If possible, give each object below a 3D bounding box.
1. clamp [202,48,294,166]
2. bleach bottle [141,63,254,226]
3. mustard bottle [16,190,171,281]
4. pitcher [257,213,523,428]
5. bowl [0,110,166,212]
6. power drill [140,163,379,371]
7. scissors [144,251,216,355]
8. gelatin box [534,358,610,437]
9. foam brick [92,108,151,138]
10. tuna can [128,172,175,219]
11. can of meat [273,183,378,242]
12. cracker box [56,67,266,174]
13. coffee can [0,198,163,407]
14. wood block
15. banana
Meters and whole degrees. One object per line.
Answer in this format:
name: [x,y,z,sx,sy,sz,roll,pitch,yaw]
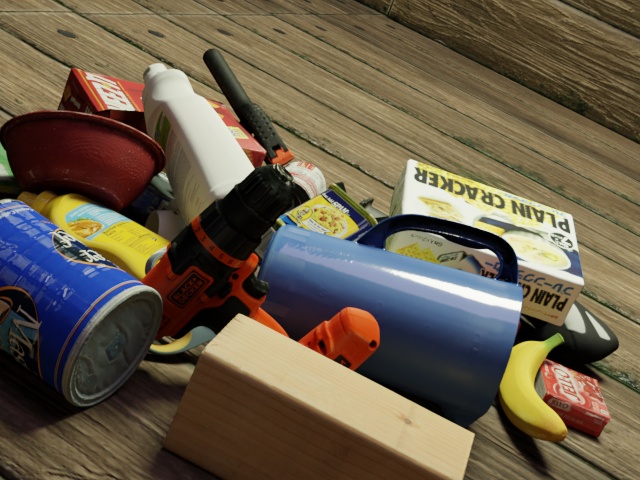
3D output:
clamp: [-0.091,-0.158,1.389,0.164,0.036,0.210,63,-8,-32]
bleach bottle: [-0.127,-0.097,1.071,0.068,0.103,0.251,-6,48,-28]
mustard bottle: [-0.199,0.005,0.984,0.192,0.058,0.096,29,23,11]
pitcher: [0.063,0.060,1.003,0.243,0.145,0.149,18,43,3]
bowl: [-0.233,-0.065,1.031,0.162,0.055,0.162,5,-21,2]
power drill: [-0.041,0.046,0.874,0.187,0.185,0.057,38,20,-24]
scissors: [-0.086,0.093,0.932,0.201,0.096,0.016,46,-23,-20]
gelatin box: [0.265,0.166,1.141,0.073,0.030,0.089,23,20,-3]
foam brick: [-0.207,-0.114,1.175,0.078,0.053,0.051,3,-1,-32]
tuna can: [-0.179,-0.049,1.154,0.086,0.034,0.086,31,12,-8]
can of meat: [0.007,-0.006,1.193,0.083,0.057,0.102,-30,45,-18]
cracker box: [-0.196,-0.135,1.313,0.213,0.072,0.164,9,25,-33]
coffee can: [-0.206,0.046,0.812,0.140,0.103,0.102,31,22,19]
wood block: [0.000,0.150,0.804,0.206,0.090,0.090,27,20,7]
banana: [0.213,0.149,1.084,0.037,0.070,0.197,56,22,-16]
